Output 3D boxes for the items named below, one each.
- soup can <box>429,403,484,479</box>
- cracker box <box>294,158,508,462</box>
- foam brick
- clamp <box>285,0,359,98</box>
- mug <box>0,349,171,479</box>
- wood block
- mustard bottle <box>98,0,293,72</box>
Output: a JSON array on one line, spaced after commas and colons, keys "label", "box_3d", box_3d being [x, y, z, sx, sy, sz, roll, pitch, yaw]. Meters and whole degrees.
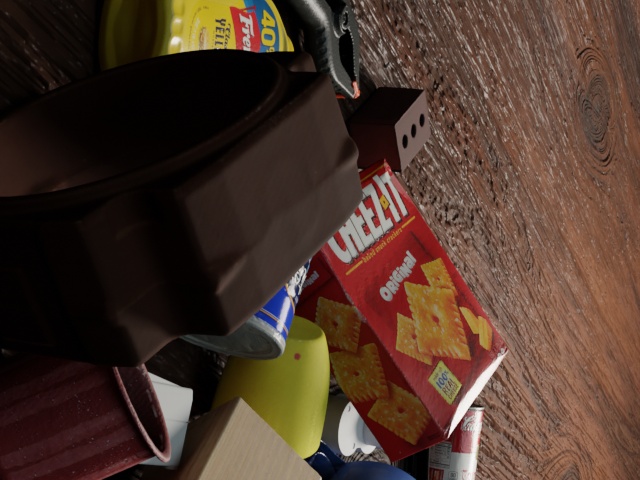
[{"label": "soup can", "box_3d": [0.146, 0.235, 1.214, 0.068, 0.069, 0.102, 13, 84, -62]}, {"label": "cracker box", "box_3d": [0.058, 0.053, 0.909, 0.213, 0.072, 0.164, 57, 35, -3]}, {"label": "foam brick", "box_3d": [0.066, -0.106, 1.019, 0.078, 0.051, 0.053, -51, 138, -46]}, {"label": "clamp", "box_3d": [0.000, -0.186, 0.894, 0.120, 0.039, 0.171, -50, 137, -44]}, {"label": "mug", "box_3d": [-0.143, 0.083, 0.588, 0.093, 0.081, 0.117, 154, -87, -88]}, {"label": "wood block", "box_3d": [-0.086, 0.212, 0.685, 0.090, 0.090, 0.205, 47, 36, -15]}, {"label": "mustard bottle", "box_3d": [-0.073, -0.137, 0.747, 0.191, 0.058, 0.096, -7, 106, -62]}]
